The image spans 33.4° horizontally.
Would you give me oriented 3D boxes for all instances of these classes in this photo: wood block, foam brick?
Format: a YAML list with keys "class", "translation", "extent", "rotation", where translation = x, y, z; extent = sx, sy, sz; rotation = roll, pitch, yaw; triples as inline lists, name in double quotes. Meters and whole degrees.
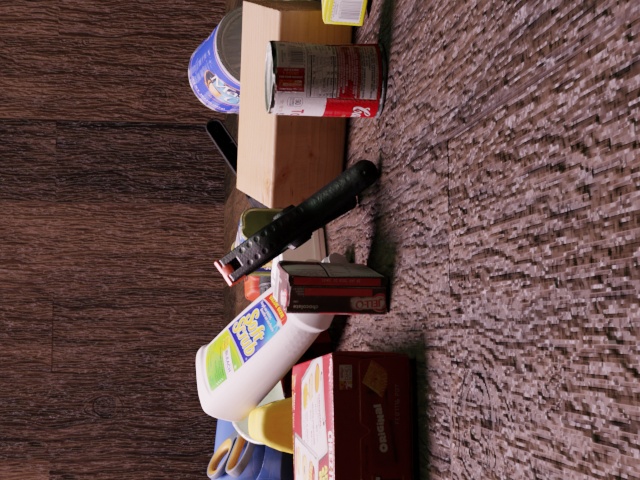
- class: "wood block"
  translation: [-0.029, -0.148, 1.144]
  extent: [0.091, 0.090, 0.206]
  rotation: [31, 123, 55]
- class: "foam brick"
  translation: [-0.018, 0.140, 1.244]
  extent: [0.051, 0.053, 0.078]
  rotation: [-108, 19, -65]

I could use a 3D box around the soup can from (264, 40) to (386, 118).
- class: "soup can"
  translation: [0.003, -0.146, 0.964]
  extent: [0.068, 0.102, 0.068]
  rotation: [180, 90, -81]

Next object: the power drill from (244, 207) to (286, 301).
- class: "power drill"
  translation: [-0.080, 0.037, 1.654]
  extent: [0.188, 0.057, 0.184]
  rotation: [122, 152, -68]

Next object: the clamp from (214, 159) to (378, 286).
- class: "clamp"
  translation: [-0.022, -0.014, 1.013]
  extent: [0.039, 0.171, 0.120]
  rotation: [57, 175, 11]

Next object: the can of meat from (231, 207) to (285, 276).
- class: "can of meat"
  translation: [-0.059, 0.002, 1.367]
  extent: [0.084, 0.102, 0.057]
  rotation: [109, 159, -58]

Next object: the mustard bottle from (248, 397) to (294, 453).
- class: "mustard bottle"
  translation: [-0.029, 0.202, 1.169]
  extent: [0.192, 0.096, 0.058]
  rotation: [131, 139, -77]

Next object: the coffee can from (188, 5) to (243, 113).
- class: "coffee can"
  translation: [-0.098, -0.223, 1.323]
  extent: [0.140, 0.102, 0.103]
  rotation: [164, 107, -69]

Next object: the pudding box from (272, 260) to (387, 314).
- class: "pudding box"
  translation: [0.007, 0.043, 0.966]
  extent: [0.113, 0.090, 0.039]
  rotation: [-141, 54, -80]

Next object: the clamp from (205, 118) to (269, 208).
- class: "clamp"
  translation: [-0.085, -0.067, 1.439]
  extent: [0.165, 0.036, 0.210]
  rotation: [48, 169, 52]

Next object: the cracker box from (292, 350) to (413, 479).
- class: "cracker box"
  translation: [0.024, 0.182, 0.906]
  extent: [0.214, 0.072, 0.164]
  rotation: [135, 134, -77]

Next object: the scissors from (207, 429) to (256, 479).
- class: "scissors"
  translation: [-0.100, 0.236, 1.398]
  extent: [0.096, 0.016, 0.201]
  rotation: [-38, 21, 31]

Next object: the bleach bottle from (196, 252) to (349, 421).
- class: "bleach bottle"
  translation: [-0.049, 0.094, 1.170]
  extent: [0.251, 0.068, 0.102]
  rotation: [-49, 35, 35]

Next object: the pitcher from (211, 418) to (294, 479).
- class: "pitcher"
  translation: [-0.083, 0.296, 1.445]
  extent: [0.145, 0.149, 0.243]
  rotation: [52, -167, -25]

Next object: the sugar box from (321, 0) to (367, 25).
- class: "sugar box"
  translation: [0.023, -0.304, 1.041]
  extent: [0.093, 0.048, 0.176]
  rotation: [103, 169, -56]
